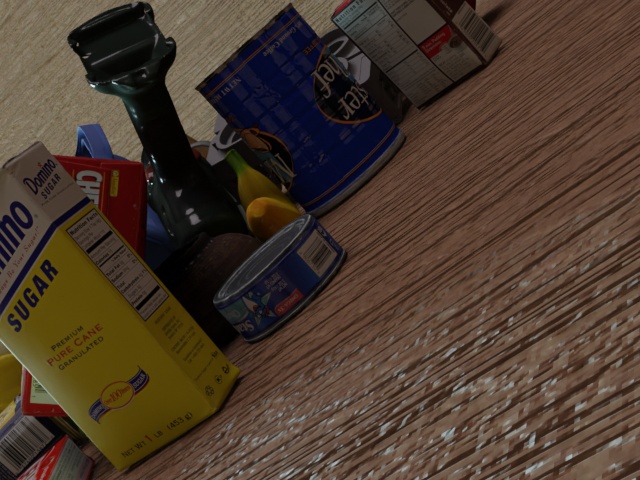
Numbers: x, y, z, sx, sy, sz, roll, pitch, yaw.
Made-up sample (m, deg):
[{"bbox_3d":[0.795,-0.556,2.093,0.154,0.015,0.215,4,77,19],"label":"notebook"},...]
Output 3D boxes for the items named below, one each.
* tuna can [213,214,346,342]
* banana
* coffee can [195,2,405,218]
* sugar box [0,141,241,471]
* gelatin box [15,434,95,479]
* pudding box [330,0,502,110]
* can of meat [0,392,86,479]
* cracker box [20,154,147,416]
[{"bbox_3d":[-0.027,0.023,0.673,0.086,0.033,0.086,-41,10,8],"label":"tuna can"},{"bbox_3d":[-0.044,-0.023,0.835,0.037,0.069,0.198,-50,18,4],"label":"banana"},{"bbox_3d":[-0.016,-0.103,0.853,0.103,0.140,0.103,-40,10,8],"label":"coffee can"},{"bbox_3d":[-0.137,0.041,0.606,0.093,0.176,0.048,-36,12,31],"label":"sugar box"},{"bbox_3d":[-0.183,0.167,0.670,0.073,0.030,0.089,-41,10,3],"label":"gelatin box"},{"bbox_3d":[0.077,-0.173,0.874,0.090,0.113,0.039,-30,19,50],"label":"pudding box"},{"bbox_3d":[-0.232,0.158,0.823,0.084,0.057,0.102,-46,10,-11],"label":"can of meat"},{"bbox_3d":[-0.163,0.033,0.762,0.214,0.072,0.164,164,110,-80],"label":"cracker box"}]
